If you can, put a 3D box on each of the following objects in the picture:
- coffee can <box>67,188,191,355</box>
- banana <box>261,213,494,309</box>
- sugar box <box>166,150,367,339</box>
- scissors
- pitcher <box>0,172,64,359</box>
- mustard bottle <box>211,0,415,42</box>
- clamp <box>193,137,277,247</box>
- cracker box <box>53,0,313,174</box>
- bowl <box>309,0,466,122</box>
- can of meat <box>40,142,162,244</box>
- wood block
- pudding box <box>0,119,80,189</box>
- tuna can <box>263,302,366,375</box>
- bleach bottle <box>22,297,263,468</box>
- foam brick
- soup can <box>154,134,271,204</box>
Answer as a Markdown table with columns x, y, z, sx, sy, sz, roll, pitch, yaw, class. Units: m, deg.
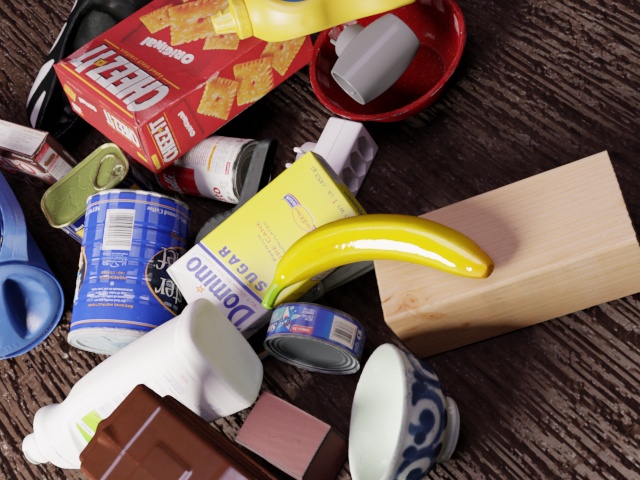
| x | y | z | sx | sy | sz | roll | pitch | yaw | class |
| --- | --- | --- | --- | --- | --- | --- | --- | --- | --- |
| -0.181 | 0.033 | 1.021 | 0.103 | 0.102 | 0.140 | -4 | 71 | 24 | coffee can |
| 0.043 | 0.011 | 0.867 | 0.198 | 0.037 | 0.069 | -10 | 76 | 23 | banana |
| -0.044 | 0.010 | 0.953 | 0.176 | 0.048 | 0.093 | -39 | 76 | 12 | sugar box |
| -0.023 | 0.034 | 0.979 | 0.202 | 0.016 | 0.096 | -42 | 76 | 12 | scissors |
| -0.367 | -0.004 | 1.129 | 0.149 | 0.145 | 0.243 | -35 | 51 | -2 | pitcher |
| -0.011 | -0.233 | 1.019 | 0.191 | 0.058 | 0.096 | -18 | 41 | -4 | mustard bottle |
| -0.057 | 0.001 | 1.009 | 0.120 | 0.039 | 0.172 | 46 | 116 | 14 | clamp |
| -0.139 | -0.184 | 1.092 | 0.213 | 0.072 | 0.164 | -38 | 49 | -20 | cracker box |
| 0.073 | -0.174 | 1.051 | 0.162 | 0.055 | 0.162 | -12 | 59 | 20 | bowl |
| -0.221 | -0.038 | 1.105 | 0.102 | 0.083 | 0.057 | -39 | 53 | 2 | can of meat |
| 0.157 | 0.016 | 0.884 | 0.206 | 0.090 | 0.091 | -20 | 56 | 16 | wood block |
| -0.322 | -0.093 | 1.182 | 0.114 | 0.090 | 0.039 | 15 | 70 | 31 | pudding box |
| -0.004 | 0.085 | 0.927 | 0.086 | 0.086 | 0.033 | 2 | 63 | 27 | tuna can |
| -0.177 | 0.144 | 0.958 | 0.251 | 0.102 | 0.068 | -26 | 26 | 26 | bleach bottle |
| -0.023 | 0.172 | 0.909 | 0.078 | 0.053 | 0.051 | 23 | 75 | 34 | foam brick |
| -0.108 | -0.076 | 1.080 | 0.102 | 0.068 | 0.068 | 12 | 69 | 30 | soup can |
